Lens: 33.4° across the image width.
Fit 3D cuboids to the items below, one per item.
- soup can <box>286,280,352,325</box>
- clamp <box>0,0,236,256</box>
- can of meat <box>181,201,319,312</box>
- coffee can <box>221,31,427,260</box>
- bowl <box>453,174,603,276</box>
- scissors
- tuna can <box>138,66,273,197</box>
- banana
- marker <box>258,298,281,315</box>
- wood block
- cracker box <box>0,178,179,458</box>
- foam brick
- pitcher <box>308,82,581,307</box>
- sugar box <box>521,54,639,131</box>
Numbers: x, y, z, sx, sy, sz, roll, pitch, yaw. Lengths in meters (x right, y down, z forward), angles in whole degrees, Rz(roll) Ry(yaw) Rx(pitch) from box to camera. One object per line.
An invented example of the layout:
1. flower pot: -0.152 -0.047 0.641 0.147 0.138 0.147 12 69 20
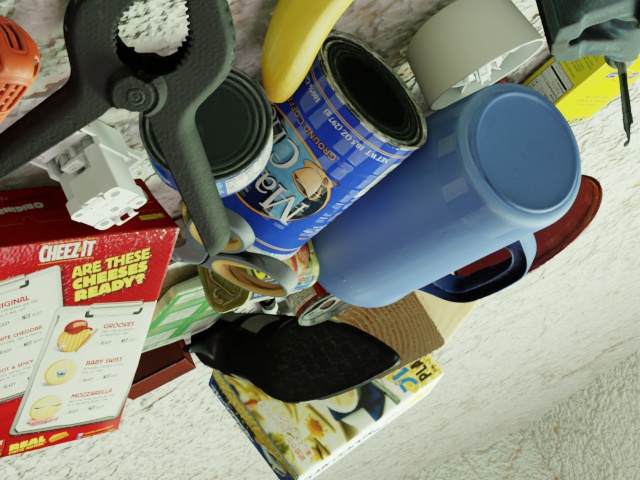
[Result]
1. soup can: -0.011 0.017 0.972 0.068 0.102 0.068 -25 160 -10
2. clamp: -0.097 -0.083 0.610 0.164 0.036 0.210 20 121 -20
3. can of meat: -0.056 0.001 0.875 0.083 0.102 0.058 -10 171 -46
4. coffee can: -0.008 -0.066 0.769 0.140 0.103 0.102 -40 157 30
5. bowl: 0.179 -0.028 1.001 0.162 0.055 0.162 -35 -161 13
6. scissors: -0.105 -0.004 0.782 0.016 0.202 0.096 -55 143 -27
7. tuna can: -0.073 -0.071 0.695 0.086 0.086 0.034 -25 162 -9
8. banana: 0.024 -0.157 0.650 0.198 0.069 0.037 -32 -155 25
9. marker: -0.055 0.081 1.200 0.020 0.020 0.121 -26 160 -6
10. wood block: 0.102 0.063 1.152 0.091 0.090 0.205 -31 180 24
11. cracker box: -0.210 0.062 0.773 0.163 0.072 0.214 -8 133 -37
12. foam brick: -0.176 0.121 1.093 0.078 0.051 0.053 -27 161 -2
13. pitcher: 0.098 -0.027 0.847 0.149 0.145 0.243 -7 170 -29
14. sugar box: 0.233 -0.140 0.987 0.093 0.048 0.176 -8 151 -45
